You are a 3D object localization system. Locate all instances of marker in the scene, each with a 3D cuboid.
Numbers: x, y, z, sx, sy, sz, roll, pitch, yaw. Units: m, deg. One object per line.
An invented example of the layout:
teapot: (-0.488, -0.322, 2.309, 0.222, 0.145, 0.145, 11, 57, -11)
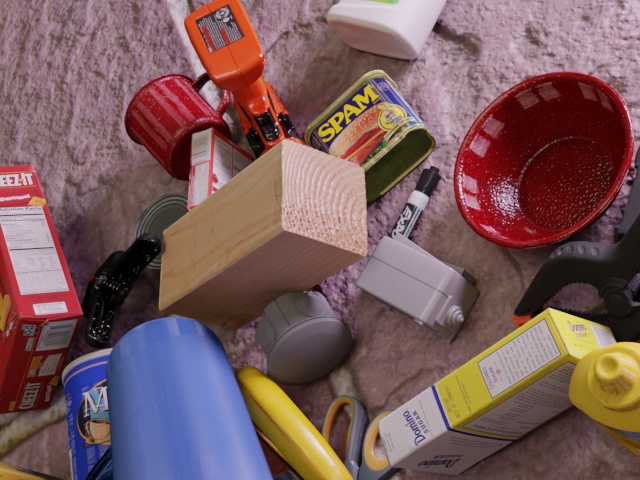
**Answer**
marker: (0.078, -0.015, 0.982, 0.020, 0.020, 0.121, 24, 83, 38)

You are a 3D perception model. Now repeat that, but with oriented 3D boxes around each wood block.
wood block: (-0.056, 0.001, 0.971, 0.207, 0.090, 0.090, -32, 51, 46)

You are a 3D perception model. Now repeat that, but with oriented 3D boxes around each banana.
banana: (-0.029, 0.162, 0.929, 0.037, 0.069, 0.198, -45, 44, -4)

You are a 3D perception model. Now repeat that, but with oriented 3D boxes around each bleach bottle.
bleach bottle: (0.106, -0.307, 1.070, 0.103, 0.068, 0.251, 20, 79, 37)

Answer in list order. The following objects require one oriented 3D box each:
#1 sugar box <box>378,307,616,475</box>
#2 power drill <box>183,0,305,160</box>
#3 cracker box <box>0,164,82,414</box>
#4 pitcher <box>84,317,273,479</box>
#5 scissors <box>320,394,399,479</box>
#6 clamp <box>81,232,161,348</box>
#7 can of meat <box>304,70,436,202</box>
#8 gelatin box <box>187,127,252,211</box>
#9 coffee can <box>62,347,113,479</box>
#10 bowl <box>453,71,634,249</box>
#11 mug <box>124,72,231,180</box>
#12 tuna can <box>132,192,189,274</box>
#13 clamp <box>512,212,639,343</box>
sugar box: (0.137, 0.120, 0.816, 0.176, 0.093, 0.048, -36, 54, 30)
power drill: (-0.060, -0.125, 1.018, 0.057, 0.187, 0.184, -27, 55, -2)
cracker box: (-0.328, 0.051, 1.137, 0.214, 0.072, 0.164, 62, 141, 34)
pitcher: (-0.119, 0.181, 0.869, 0.243, 0.149, 0.145, -114, 38, -51)
scissors: (0.037, 0.227, 0.903, 0.096, 0.016, 0.202, -15, 62, 27)
clamp: (-0.204, 0.039, 1.076, 0.120, 0.039, 0.172, -54, 19, -3)
can of meat: (0.048, -0.096, 1.016, 0.102, 0.057, 0.084, -41, 55, 11)
gelatin box: (-0.101, -0.059, 1.084, 0.030, 0.073, 0.089, -13, 64, 29)
coffee can: (-0.188, 0.186, 1.012, 0.103, 0.102, 0.140, -26, 58, 21)
bowl: (0.195, -0.059, 0.899, 0.162, 0.055, 0.162, -18, 58, 31)
mug: (-0.139, -0.126, 1.130, 0.117, 0.093, 0.082, -47, 57, 5)
tuna can: (-0.153, -0.005, 1.118, 0.086, 0.033, 0.086, -13, 63, 27)
clamp: (0.230, 0.027, 0.805, 0.210, 0.164, 0.036, -11, 19, 44)
